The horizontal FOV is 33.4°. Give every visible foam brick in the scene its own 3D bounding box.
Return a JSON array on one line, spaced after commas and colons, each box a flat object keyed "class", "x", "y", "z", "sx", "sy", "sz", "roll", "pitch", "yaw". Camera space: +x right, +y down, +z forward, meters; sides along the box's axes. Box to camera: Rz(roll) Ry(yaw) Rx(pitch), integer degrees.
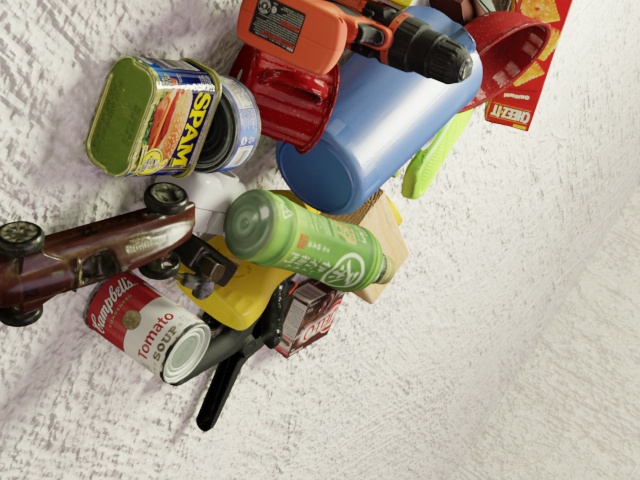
[{"class": "foam brick", "x": 0.166, "y": -0.291, "z": 1.282, "sx": 0.053, "sy": 0.051, "sz": 0.078, "roll": -53, "pitch": 157, "yaw": -12}]

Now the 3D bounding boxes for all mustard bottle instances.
[{"class": "mustard bottle", "x": -0.057, "y": 0.001, "z": 1.129, "sx": 0.191, "sy": 0.096, "sz": 0.058, "roll": -46, "pitch": 157, "yaw": -27}]

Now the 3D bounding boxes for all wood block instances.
[{"class": "wood block", "x": 0.036, "y": -0.008, "z": 1.320, "sx": 0.090, "sy": 0.091, "sz": 0.206, "roll": -53, "pitch": 157, "yaw": -10}]

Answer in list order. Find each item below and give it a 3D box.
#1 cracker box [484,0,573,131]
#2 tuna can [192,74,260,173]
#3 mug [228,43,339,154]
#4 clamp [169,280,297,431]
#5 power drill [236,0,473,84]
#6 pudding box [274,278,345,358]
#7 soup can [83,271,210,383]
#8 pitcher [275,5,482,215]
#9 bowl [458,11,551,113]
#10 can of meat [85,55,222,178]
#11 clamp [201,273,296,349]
[{"class": "cracker box", "x": 0.281, "y": -0.282, "z": 1.439, "sx": 0.164, "sy": 0.072, "sz": 0.214, "roll": -73, "pitch": 176, "yaw": -52}, {"class": "tuna can", "x": -0.096, "y": -0.102, "z": 0.933, "sx": 0.033, "sy": 0.086, "sz": 0.086, "roll": -17, "pitch": 134, "yaw": -56}, {"class": "mug", "x": -0.035, "y": -0.135, "z": 0.966, "sx": 0.117, "sy": 0.081, "sz": 0.093, "roll": 6, "pitch": -101, "yaw": 69}, {"class": "clamp", "x": -0.100, "y": 0.129, "z": 1.282, "sx": 0.209, "sy": 0.036, "sz": 0.164, "roll": -48, "pitch": 155, "yaw": -25}, {"class": "power drill", "x": 0.028, "y": -0.184, "z": 0.957, "sx": 0.187, "sy": 0.185, "sz": 0.057, "roll": -15, "pitch": 128, "yaw": -59}, {"class": "pudding box", "x": -0.015, "y": 0.097, "z": 1.414, "sx": 0.113, "sy": 0.039, "sz": 0.090, "roll": -21, "pitch": 138, "yaw": -56}, {"class": "soup can", "x": -0.163, "y": 0.081, "z": 1.006, "sx": 0.068, "sy": 0.102, "sz": 0.068, "roll": -45, "pitch": 154, "yaw": -29}, {"class": "pitcher", "x": 0.054, "y": -0.132, "z": 1.135, "sx": 0.242, "sy": 0.145, "sz": 0.149, "roll": -47, "pitch": 148, "yaw": -36}, {"class": "bowl", "x": 0.197, "y": -0.225, "z": 1.289, "sx": 0.162, "sy": 0.055, "sz": 0.162, "roll": -31, "pitch": 163, "yaw": -11}, {"class": "can of meat", "x": -0.139, "y": -0.102, "z": 0.885, "sx": 0.083, "sy": 0.057, "sz": 0.102, "roll": -9, "pitch": 126, "yaw": -58}, {"class": "clamp", "x": -0.067, "y": 0.039, "z": 1.192, "sx": 0.039, "sy": 0.120, "sz": 0.171, "roll": 47, "pitch": 55, "yaw": -45}]
